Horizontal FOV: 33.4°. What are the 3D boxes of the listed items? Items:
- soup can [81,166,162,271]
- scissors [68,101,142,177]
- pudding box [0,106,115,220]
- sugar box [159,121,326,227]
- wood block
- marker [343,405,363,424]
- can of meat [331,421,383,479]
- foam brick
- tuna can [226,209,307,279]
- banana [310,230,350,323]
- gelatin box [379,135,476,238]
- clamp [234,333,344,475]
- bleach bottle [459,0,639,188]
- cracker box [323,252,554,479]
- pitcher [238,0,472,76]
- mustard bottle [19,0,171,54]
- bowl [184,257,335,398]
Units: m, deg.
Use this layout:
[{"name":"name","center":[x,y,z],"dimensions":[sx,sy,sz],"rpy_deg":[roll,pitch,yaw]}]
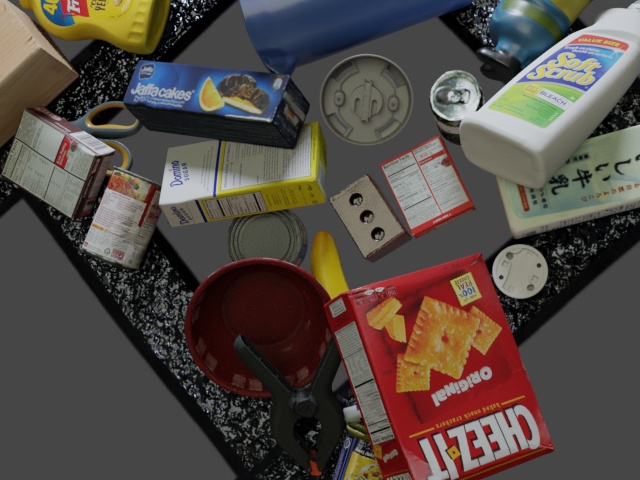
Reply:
[{"name":"soup can","center":[-0.217,-0.024,1.192],"dimensions":[0.068,0.068,0.102],"rpy_deg":[22,89,14]},{"name":"scissors","center":[-0.297,-0.111,1.247],"dimensions":[0.202,0.016,0.096],"rpy_deg":[-10,86,15]},{"name":"pudding box","center":[-0.302,-0.089,1.222],"dimensions":[0.113,0.039,0.090],"rpy_deg":[31,111,16]},{"name":"sugar box","center":[-0.083,-0.071,1.162],"dimensions":[0.176,0.048,0.093],"rpy_deg":[-10,47,13]},{"name":"wood block","center":[-0.395,-0.166,1.230],"dimensions":[0.206,0.090,0.091],"rpy_deg":[-41,69,5]},{"name":"marker","center":[0.083,0.170,1.130],"dimensions":[0.121,0.020,0.020],"rpy_deg":[-18,80,10]},{"name":"can of meat","center":[0.063,0.244,1.101],"dimensions":[0.102,0.057,0.084],"rpy_deg":[18,89,3]},{"name":"foam brick","center":[0.054,-0.022,1.142],"dimensions":[0.053,0.051,0.078],"rpy_deg":[-34,78,7]},{"name":"tuna can","center":[-0.058,0.001,1.172],"dimensions":[0.086,0.033,0.086],"rpy_deg":[-1,83,12]},{"name":"banana","center":[0.041,0.081,1.143],"dimensions":[0.069,0.037,0.198],"rpy_deg":[-39,78,-12]},{"name":"gelatin box","center":[0.115,-0.058,1.144],"dimensions":[0.073,0.030,0.089],"rpy_deg":[-26,79,9]},{"name":"clamp","center":[-0.028,0.163,1.114],"dimensions":[0.120,0.039,0.171],"rpy_deg":[1,104,6]},{"name":"bleach bottle","center":[0.253,-0.161,1.073],"dimensions":[0.103,0.068,0.250],"rpy_deg":[28,61,32]},{"name":"cracker box","center":[0.118,0.135,1.062],"dimensions":[0.164,0.072,0.214],"rpy_deg":[-14,78,-25]},{"name":"pitcher","center":[0.032,-0.280,1.141],"dimensions":[0.243,0.145,0.149],"rpy_deg":[-16,115,6]},{"name":"mustard bottle","center":[-0.274,-0.278,1.238],"dimensions":[0.192,0.058,0.096],"rpy_deg":[12,83,14]},{"name":"bowl","center":[-0.062,0.084,1.134],"dimensions":[0.162,0.055,0.162],"rpy_deg":[0,111,-1]}]
